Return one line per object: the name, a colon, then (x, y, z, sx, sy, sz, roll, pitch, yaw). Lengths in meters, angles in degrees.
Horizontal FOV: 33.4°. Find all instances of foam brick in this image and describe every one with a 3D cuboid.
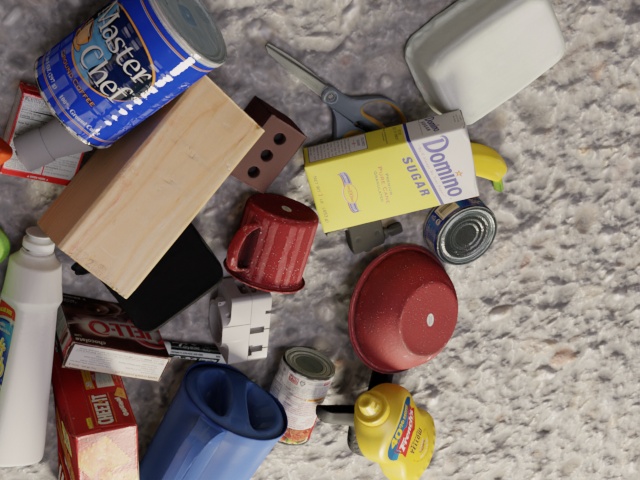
foam brick: (-0.064, -0.099, 1.103, 0.052, 0.051, 0.078, 30, 105, -36)

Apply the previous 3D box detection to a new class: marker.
marker: (-0.158, 0.127, 1.224, 0.120, 0.020, 0.020, 10, 115, -31)

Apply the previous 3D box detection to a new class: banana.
banana: (0.142, -0.082, 1.224, 0.197, 0.037, 0.070, -1, 121, -25)

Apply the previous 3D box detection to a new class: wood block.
wood block: (-0.163, -0.060, 1.021, 0.090, 0.091, 0.206, 42, 84, -30)

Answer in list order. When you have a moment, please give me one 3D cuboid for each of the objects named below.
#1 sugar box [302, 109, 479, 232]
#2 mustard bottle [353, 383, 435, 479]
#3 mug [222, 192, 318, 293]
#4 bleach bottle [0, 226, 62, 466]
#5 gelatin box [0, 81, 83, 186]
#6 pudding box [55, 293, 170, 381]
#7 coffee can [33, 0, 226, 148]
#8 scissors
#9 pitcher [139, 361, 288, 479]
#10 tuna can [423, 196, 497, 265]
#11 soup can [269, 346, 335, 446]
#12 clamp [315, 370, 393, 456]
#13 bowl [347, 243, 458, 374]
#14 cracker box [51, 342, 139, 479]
sugar box: (0.077, -0.073, 1.152, 0.176, 0.048, 0.093, -13, 126, 7)
mustard bottle: (0.085, 0.227, 1.302, 0.096, 0.058, 0.191, -66, 149, -19)
mug: (-0.057, 0.001, 1.142, 0.117, 0.093, 0.081, -9, 123, -51)
bleach bottle: (-0.306, 0.102, 1.097, 0.068, 0.103, 0.251, 1, 114, -30)
gelatin box: (-0.261, -0.101, 1.019, 0.073, 0.030, 0.089, 10, 115, -29)
pudding box: (-0.224, 0.103, 1.131, 0.113, 0.090, 0.039, 12, 115, -31)
coffee can: (-0.169, -0.162, 0.952, 0.140, 0.103, 0.102, -32, 132, 20)
scissors: (0.006, -0.136, 1.136, 0.201, 0.016, 0.096, 15, 113, -33)
pitcher: (-0.154, 0.274, 1.248, 0.149, 0.145, 0.243, 16, 115, -34)
tuna can: (0.169, -0.013, 1.284, 0.086, 0.034, 0.086, -13, 125, -19)
soup can: (-0.029, 0.189, 1.297, 0.068, 0.069, 0.102, 6, 117, -29)
clamp: (0.069, 0.205, 1.357, 0.164, 0.036, 0.210, -51, 146, -21)
bowl: (0.112, 0.088, 1.273, 0.161, 0.055, 0.162, -9, 106, -35)
cracker box: (-0.246, 0.236, 1.159, 0.072, 0.164, 0.214, -7, 123, -20)
